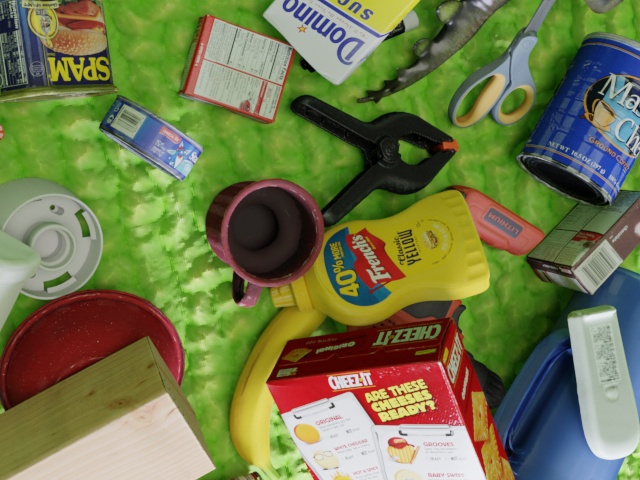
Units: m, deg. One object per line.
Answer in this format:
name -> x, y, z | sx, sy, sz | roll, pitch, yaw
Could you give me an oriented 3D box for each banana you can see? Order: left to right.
banana -> -0.041, 0.124, 0.991 | 0.069, 0.037, 0.198 | 19, 91, -40

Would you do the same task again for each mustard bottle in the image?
mustard bottle -> 0.048, 0.025, 0.958 | 0.191, 0.058, 0.096 | -17, 67, 1

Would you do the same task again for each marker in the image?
marker -> 0.036, -0.184, 0.990 | 0.121, 0.020, 0.020 | -26, 105, -16

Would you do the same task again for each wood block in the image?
wood block -> -0.200, 0.174, 0.835 | 0.206, 0.090, 0.091 | -29, 120, -5

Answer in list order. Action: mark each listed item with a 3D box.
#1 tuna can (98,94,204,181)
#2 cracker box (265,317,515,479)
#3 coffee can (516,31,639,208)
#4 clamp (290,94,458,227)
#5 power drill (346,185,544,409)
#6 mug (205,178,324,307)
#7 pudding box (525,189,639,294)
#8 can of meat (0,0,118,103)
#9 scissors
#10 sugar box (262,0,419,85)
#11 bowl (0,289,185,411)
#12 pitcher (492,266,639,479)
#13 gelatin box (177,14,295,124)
tuna can -> -0.143, -0.086, 0.899 | 0.086, 0.086, 0.034 | 33, 86, -21
cracker box -> 0.070, 0.178, 0.956 | 0.164, 0.072, 0.213 | -11, 119, 24
coffee can -> 0.270, -0.116, 1.041 | 0.102, 0.103, 0.140 | 32, 85, -21
clamp -> 0.049, -0.088, 0.989 | 0.171, 0.039, 0.120 | -18, 94, -32
power drill -> 0.139, 0.055, 1.036 | 0.184, 0.057, 0.187 | 31, 85, -21
mug -> -0.056, 0.001, 0.944 | 0.093, 0.082, 0.117 | 10, 92, -21
pudding box -> 0.272, -0.003, 1.062 | 0.113, 0.090, 0.039 | -43, 107, -10
can of meat -> -0.216, -0.157, 0.862 | 0.101, 0.058, 0.084 | -16, 100, -57
scissors -> 0.199, -0.176, 0.997 | 0.096, 0.016, 0.202 | 15, 129, -39
sugar box -> 0.041, -0.226, 0.911 | 0.093, 0.048, 0.176 | 45, 113, 1
bowl -> -0.188, 0.125, 0.902 | 0.162, 0.055, 0.162 | -8, 115, -17
pitcher -> 0.258, 0.145, 1.053 | 0.145, 0.149, 0.243 | 29, 82, 4
gelatin box -> -0.074, -0.151, 0.947 | 0.089, 0.030, 0.073 | 16, 89, -22
